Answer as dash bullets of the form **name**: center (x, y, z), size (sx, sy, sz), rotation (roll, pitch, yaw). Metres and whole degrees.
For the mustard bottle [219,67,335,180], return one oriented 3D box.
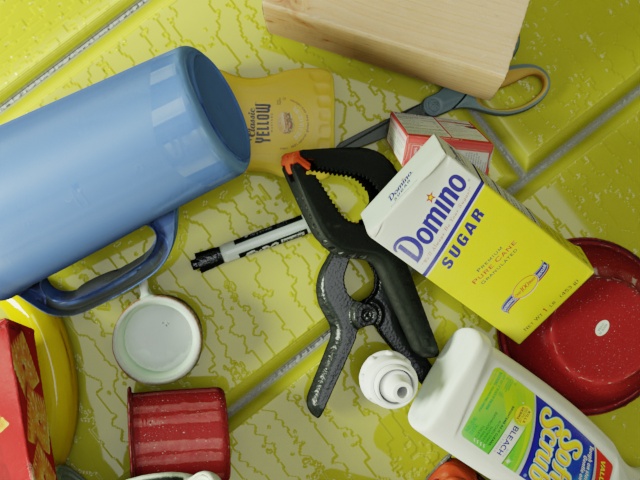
- **mustard bottle**: center (-0.084, -0.100, 0.916), size (0.191, 0.058, 0.096), rotation (0, 95, -3)

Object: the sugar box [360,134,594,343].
- **sugar box**: center (0.129, 0.002, 0.871), size (0.176, 0.048, 0.093), rotation (33, 109, -25)

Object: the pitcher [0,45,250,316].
- **pitcher**: center (-0.177, -0.047, 0.845), size (0.243, 0.149, 0.145), rotation (-23, 67, 15)

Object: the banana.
- **banana**: center (-0.243, 0.109, 0.919), size (0.070, 0.037, 0.198), rotation (-19, 89, 16)

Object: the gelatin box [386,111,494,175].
- **gelatin box**: center (0.099, -0.082, 0.900), size (0.073, 0.089, 0.030), rotation (6, 108, -8)

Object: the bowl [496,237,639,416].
- **bowl**: center (0.240, 0.077, 0.937), size (0.162, 0.055, 0.162), rotation (0, 89, -4)

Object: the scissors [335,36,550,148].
- **scissors**: center (0.104, -0.140, 0.949), size (0.201, 0.016, 0.096), rotation (-10, 89, -3)

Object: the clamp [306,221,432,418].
- **clamp**: center (0.048, 0.069, 0.935), size (0.120, 0.039, 0.171), rotation (1, 92, -15)

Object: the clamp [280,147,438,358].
- **clamp**: center (0.061, -0.023, 0.905), size (0.210, 0.036, 0.164), rotation (39, 73, -18)

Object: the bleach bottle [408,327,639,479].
- **bleach bottle**: center (0.203, 0.180, 0.921), size (0.250, 0.068, 0.102), rotation (32, 85, -13)

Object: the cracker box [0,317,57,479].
- **cracker box**: center (-0.291, 0.183, 0.818), size (0.164, 0.072, 0.214), rotation (-14, 75, 3)

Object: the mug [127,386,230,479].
- **mug**: center (-0.119, 0.177, 0.904), size (0.081, 0.093, 0.117), rotation (-3, 117, -8)

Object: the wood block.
- **wood block**: center (0.064, -0.197, 0.900), size (0.206, 0.090, 0.091), rotation (17, 86, 2)

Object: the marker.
- **marker**: center (-0.056, 0.001, 0.937), size (0.121, 0.020, 0.020), rotation (-20, 91, -3)
